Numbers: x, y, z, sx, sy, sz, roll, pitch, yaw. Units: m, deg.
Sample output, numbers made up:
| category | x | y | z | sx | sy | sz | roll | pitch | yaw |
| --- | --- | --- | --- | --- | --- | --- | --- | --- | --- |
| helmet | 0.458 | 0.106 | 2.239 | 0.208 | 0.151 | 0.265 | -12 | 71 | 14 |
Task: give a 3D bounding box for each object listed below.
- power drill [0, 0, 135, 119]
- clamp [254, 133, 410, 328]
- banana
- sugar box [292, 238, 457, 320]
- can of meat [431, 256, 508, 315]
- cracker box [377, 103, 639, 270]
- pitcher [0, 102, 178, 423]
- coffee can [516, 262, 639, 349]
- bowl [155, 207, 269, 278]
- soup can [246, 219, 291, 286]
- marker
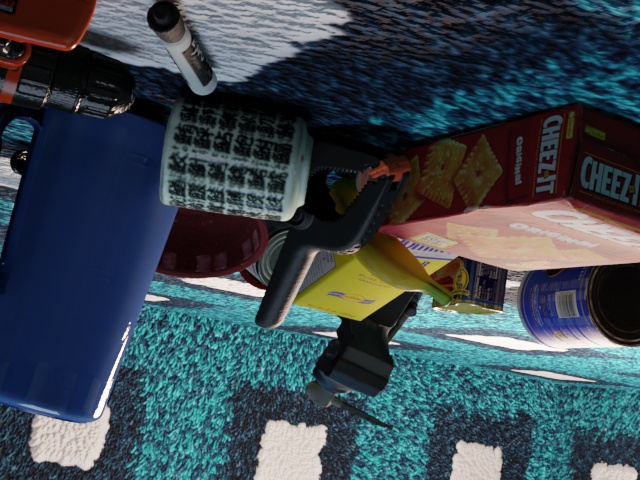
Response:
| category | x | y | z | sx | sy | sz | roll | pitch | yaw |
| --- | --- | --- | --- | --- | --- | --- | --- | --- | --- |
| power drill | -0.178 | -0.117 | 0.595 | 0.184 | 0.057 | 0.188 | 12 | 170 | -21 |
| clamp | -0.017 | -0.035 | 0.847 | 0.036 | 0.164 | 0.210 | -18 | 170 | -45 |
| banana | 0.039 | -0.008 | 0.886 | 0.069 | 0.037 | 0.198 | 37 | -168 | -37 |
| sugar box | 0.058 | 0.014 | 1.006 | 0.093 | 0.048 | 0.177 | 15 | 144 | -36 |
| can of meat | 0.160 | 0.033 | 1.128 | 0.057 | 0.084 | 0.102 | 11 | 171 | -15 |
| cracker box | 0.167 | -0.027 | 0.777 | 0.164 | 0.072 | 0.214 | 15 | 169 | -29 |
| pitcher | -0.201 | 0.012 | 0.843 | 0.149 | 0.243 | 0.145 | 15 | 172 | 13 |
| coffee can | 0.287 | 0.063 | 1.130 | 0.102 | 0.103 | 0.140 | 12 | 171 | -17 |
| bowl | -0.126 | -0.030 | 0.999 | 0.162 | 0.055 | 0.162 | 3 | 146 | 2 |
| soup can | -0.057 | 0.001 | 1.085 | 0.068 | 0.068 | 0.102 | 15 | -168 | -35 |
| marker | -0.082 | -0.114 | 0.643 | 0.020 | 0.020 | 0.121 | 8 | 171 | 6 |
